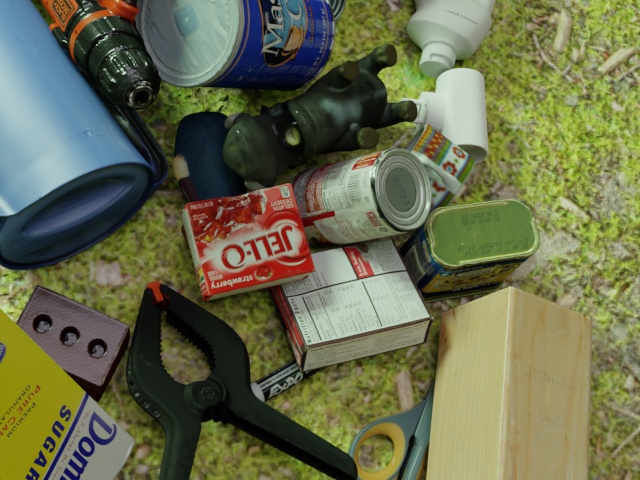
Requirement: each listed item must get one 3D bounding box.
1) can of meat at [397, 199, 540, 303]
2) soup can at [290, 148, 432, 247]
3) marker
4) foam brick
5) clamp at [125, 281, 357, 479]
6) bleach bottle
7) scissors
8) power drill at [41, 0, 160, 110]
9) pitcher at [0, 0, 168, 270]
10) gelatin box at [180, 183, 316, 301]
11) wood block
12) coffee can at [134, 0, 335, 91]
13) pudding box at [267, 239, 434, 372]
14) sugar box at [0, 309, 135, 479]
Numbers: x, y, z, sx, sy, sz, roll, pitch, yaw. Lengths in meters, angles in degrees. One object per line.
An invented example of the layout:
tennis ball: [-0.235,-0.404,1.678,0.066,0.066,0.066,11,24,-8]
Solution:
can of meat: [0.121,0.008,0.887,0.102,0.084,0.057,-8,71,-17]
soup can: [0.030,-0.034,0.860,0.068,0.102,0.068,8,78,-42]
marker: [-0.033,0.111,0.842,0.121,0.020,0.020,-27,77,-23]
foam brick: [-0.188,0.078,0.798,0.078,0.051,0.053,24,65,-4]
clamp: [-0.075,0.122,0.794,0.164,0.036,0.210,-12,64,-22]
bleach bottle: [0.124,-0.269,1.015,0.102,0.068,0.250,17,67,-7]
scissors: [0.078,0.126,0.866,0.096,0.016,0.201,15,66,-9]
power drill: [-0.130,-0.206,0.779,0.057,0.188,0.185,18,25,-46]
pitcher: [-0.235,-0.110,0.830,0.145,0.149,0.243,-33,75,-3]
gelatin box: [-0.055,0.001,0.820,0.089,0.030,0.073,-12,80,-21]
wood block: [0.145,0.154,0.821,0.090,0.091,0.206,20,63,-25]
coffee can: [-0.067,-0.174,0.869,0.140,0.103,0.103,-11,66,-58]
pudding box: [0.022,0.050,0.858,0.113,0.039,0.090,-12,54,-16]
sugar box: [-0.211,0.121,0.725,0.176,0.048,0.093,52,60,-32]
